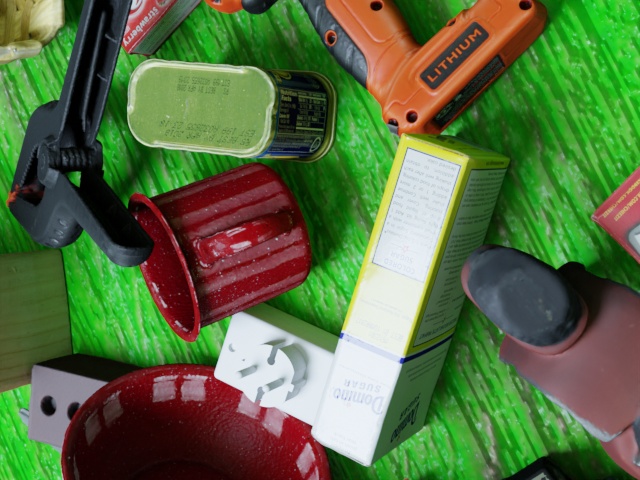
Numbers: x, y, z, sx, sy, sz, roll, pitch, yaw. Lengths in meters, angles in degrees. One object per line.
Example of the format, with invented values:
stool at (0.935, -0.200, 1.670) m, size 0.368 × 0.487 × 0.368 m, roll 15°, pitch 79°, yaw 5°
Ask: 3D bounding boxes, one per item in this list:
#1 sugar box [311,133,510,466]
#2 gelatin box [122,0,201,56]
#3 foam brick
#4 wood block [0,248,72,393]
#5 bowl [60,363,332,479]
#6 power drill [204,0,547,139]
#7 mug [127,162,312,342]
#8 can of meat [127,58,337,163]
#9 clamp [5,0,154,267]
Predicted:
sugar box at (0.051, 0.030, 0.598) m, size 0.048 × 0.093 × 0.176 m, roll 24°, pitch 103°, yaw 21°
gelatin box at (-0.110, -0.175, 0.687) m, size 0.089 × 0.030 × 0.073 m, roll -42°, pitch 78°, yaw 21°
foam brick at (-0.150, 0.110, 0.716) m, size 0.078 × 0.051 × 0.053 m, roll 8°, pitch 97°, yaw 23°
wood block at (-0.258, 0.060, 0.676) m, size 0.091 × 0.205 × 0.090 m, roll -4°, pitch 93°, yaw 23°
bowl at (-0.077, 0.150, 0.644) m, size 0.162 × 0.161 × 0.055 m, roll 31°, pitch 129°, yaw 19°
power drill at (0.037, -0.163, 0.606) m, size 0.184 × 0.057 × 0.188 m, roll -46°, pitch 75°, yaw 12°
mug at (-0.054, 0.001, 0.624) m, size 0.093 × 0.081 × 0.117 m, roll 68°, pitch 156°, yaw 1°
can of meat at (-0.053, -0.078, 0.640) m, size 0.102 × 0.083 × 0.057 m, roll 8°, pitch 97°, yaw 23°
clamp at (-0.153, -0.059, 0.657) m, size 0.210 × 0.036 × 0.164 m, roll -10°, pitch 80°, yaw 59°
